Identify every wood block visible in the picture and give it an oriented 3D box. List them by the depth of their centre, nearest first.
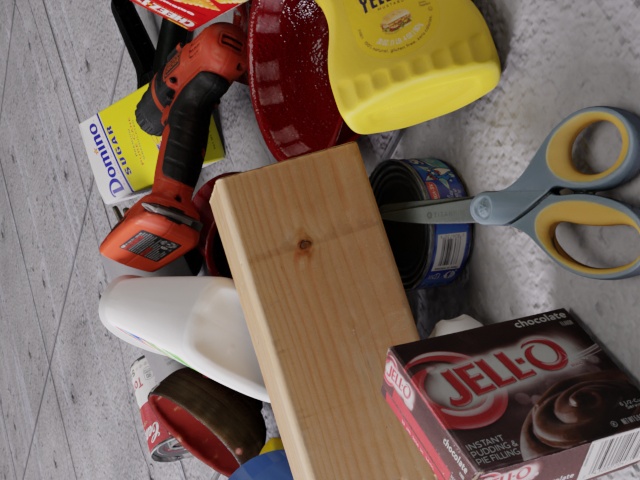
[{"bbox_3d":[0.005,0.055,0.661,0.090,0.090,0.206,140,113,-79],"label":"wood block"}]

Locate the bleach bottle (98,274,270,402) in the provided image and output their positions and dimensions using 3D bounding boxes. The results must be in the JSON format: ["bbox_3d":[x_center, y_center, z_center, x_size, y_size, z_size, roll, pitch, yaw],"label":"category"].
[{"bbox_3d":[-0.103,0.065,0.817,0.251,0.102,0.068,1,64,62],"label":"bleach bottle"}]

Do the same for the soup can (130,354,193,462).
[{"bbox_3d":[-0.156,0.172,1.120,0.069,0.068,0.102,-59,43,50],"label":"soup can"}]

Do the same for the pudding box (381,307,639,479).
[{"bbox_3d":[0.100,0.083,0.540,0.090,0.113,0.039,-125,35,-45],"label":"pudding box"}]

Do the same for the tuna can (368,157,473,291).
[{"bbox_3d":[0.061,-0.011,0.686,0.086,0.033,0.086,21,114,61],"label":"tuna can"}]

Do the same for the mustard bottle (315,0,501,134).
[{"bbox_3d":[0.037,-0.165,0.644,0.058,0.096,0.191,43,-150,-66],"label":"mustard bottle"}]

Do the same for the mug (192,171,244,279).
[{"bbox_3d":[-0.056,0.001,0.877,0.117,0.093,0.082,64,169,-27],"label":"mug"}]

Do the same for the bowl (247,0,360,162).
[{"bbox_3d":[0.004,-0.129,0.753,0.162,0.055,0.162,21,113,61],"label":"bowl"}]

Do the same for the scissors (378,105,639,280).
[{"bbox_3d":[0.102,-0.035,0.584,0.202,0.016,0.096,23,109,48],"label":"scissors"}]

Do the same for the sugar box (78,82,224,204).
[{"bbox_3d":[-0.173,-0.100,1.065,0.177,0.048,0.093,-18,90,46],"label":"sugar box"}]

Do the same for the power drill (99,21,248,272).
[{"bbox_3d":[-0.128,-0.072,0.886,0.185,0.057,0.187,-29,45,57],"label":"power drill"}]

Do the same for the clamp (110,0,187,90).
[{"bbox_3d":[-0.161,-0.168,1.096,0.165,0.036,0.210,-8,92,57],"label":"clamp"}]
